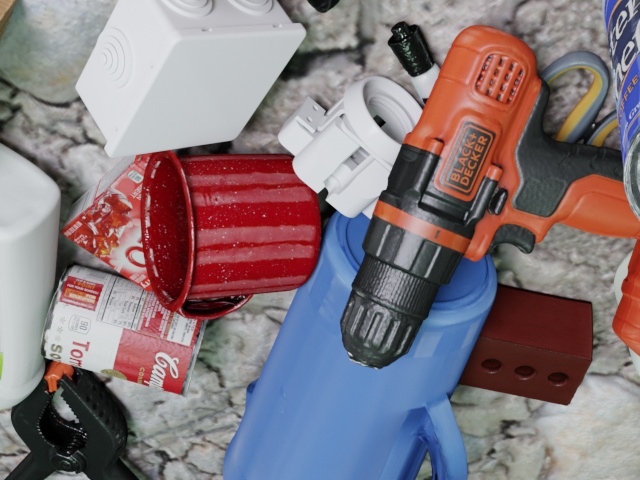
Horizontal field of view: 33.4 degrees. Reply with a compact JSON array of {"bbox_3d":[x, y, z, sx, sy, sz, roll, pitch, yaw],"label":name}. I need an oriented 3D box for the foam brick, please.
[{"bbox_3d":[0.133,0.067,0.699,0.078,0.051,0.053,11,135,-1],"label":"foam brick"}]

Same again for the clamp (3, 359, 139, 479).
[{"bbox_3d":[-0.190,0.173,0.866,0.164,0.036,0.210,14,132,3],"label":"clamp"}]

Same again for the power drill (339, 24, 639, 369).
[{"bbox_3d":[0.118,0.004,0.562,0.187,0.057,0.184,21,97,-16],"label":"power drill"}]

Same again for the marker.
[{"bbox_3d":[0.071,-0.069,0.593,0.020,0.020,0.121,-20,119,26],"label":"marker"}]

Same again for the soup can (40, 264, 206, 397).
[{"bbox_3d":[-0.132,0.061,0.730,0.102,0.068,0.069,16,134,-5],"label":"soup can"}]

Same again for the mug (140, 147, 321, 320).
[{"bbox_3d":[-0.054,0.001,0.621,0.081,0.093,0.117,-4,129,-26],"label":"mug"}]

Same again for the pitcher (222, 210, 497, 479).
[{"bbox_3d":[0.031,0.098,0.689,0.149,0.145,0.243,18,131,-2],"label":"pitcher"}]

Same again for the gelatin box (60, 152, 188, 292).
[{"bbox_3d":[-0.110,-0.014,0.680,0.073,0.030,0.089,37,129,-24],"label":"gelatin box"}]

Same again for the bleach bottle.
[{"bbox_3d":[-0.233,0.040,0.730,0.102,0.068,0.251,30,139,8],"label":"bleach bottle"}]
